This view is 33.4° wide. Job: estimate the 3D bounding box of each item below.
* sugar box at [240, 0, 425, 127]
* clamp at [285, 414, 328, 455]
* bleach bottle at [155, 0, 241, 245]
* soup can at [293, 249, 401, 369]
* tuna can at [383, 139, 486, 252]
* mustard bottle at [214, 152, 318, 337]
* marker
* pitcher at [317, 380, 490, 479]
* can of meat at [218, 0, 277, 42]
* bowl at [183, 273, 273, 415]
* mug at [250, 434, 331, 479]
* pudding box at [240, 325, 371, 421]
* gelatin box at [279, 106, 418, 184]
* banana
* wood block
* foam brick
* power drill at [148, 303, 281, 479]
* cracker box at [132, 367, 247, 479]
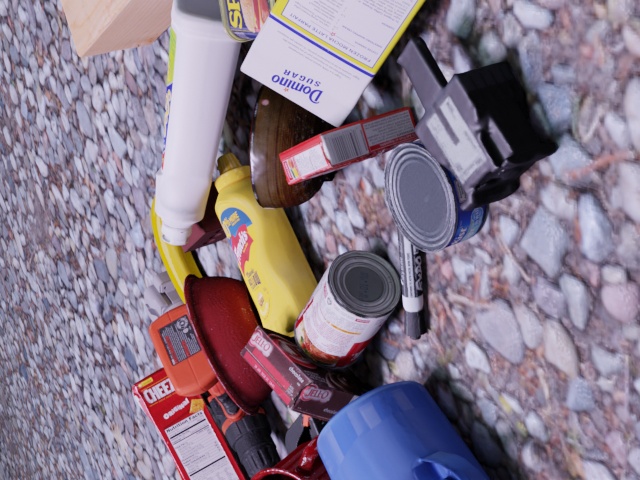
[{"bbox_3d":[0.017,-0.169,0.779,0.093,0.048,0.176,30,141,-7],"label":"sugar box"},{"bbox_3d":[-0.012,0.249,1.134,0.120,0.039,0.171,8,109,41],"label":"clamp"},{"bbox_3d":[-0.124,-0.108,1.035,0.102,0.068,0.251,-109,27,-60],"label":"bleach bottle"},{"bbox_3d":[0.023,0.061,0.942,0.068,0.068,0.102,59,148,21],"label":"soup can"},{"bbox_3d":[0.087,-0.036,0.811,0.086,0.033,0.086,37,136,46],"label":"tuna can"},{"bbox_3d":[-0.057,0.001,1.054,0.191,0.058,0.096,66,157,10],"label":"mustard bottle"},{"bbox_3d":[0.075,0.027,0.883,0.020,0.020,0.121,26,128,52],"label":"marker"},{"bbox_3d":[0.099,0.232,0.857,0.149,0.144,0.243,-40,61,16],"label":"pitcher"},{"bbox_3d":[-0.043,-0.219,0.905,0.084,0.057,0.102,19,123,52],"label":"can of meat"},{"bbox_3d":[-0.080,0.097,1.107,0.162,0.055,0.162,62,-173,-15],"label":"bowl"},{"bbox_3d":[-0.011,0.238,1.046,0.093,0.081,0.117,23,117,23],"label":"mug"},{"bbox_3d":[-0.008,0.128,0.994,0.039,0.113,0.090,-54,48,7],"label":"pudding box"},{"bbox_3d":[0.023,-0.074,0.841,0.073,0.089,0.030,-16,94,61],"label":"gelatin box"},{"bbox_3d":[-0.163,0.022,1.267,0.070,0.037,0.198,-26,84,63],"label":"banana"},{"bbox_3d":[-0.192,-0.268,1.095,0.206,0.090,0.090,-18,90,61],"label":"wood block"},{"bbox_3d":[-0.123,-0.027,1.156,0.078,0.052,0.051,-36,75,61],"label":"foam brick"},{"bbox_3d":[-0.111,0.165,1.162,0.184,0.057,0.187,58,177,34],"label":"power drill"},{"bbox_3d":[-0.149,0.254,1.281,0.214,0.072,0.164,61,168,4],"label":"cracker box"}]
